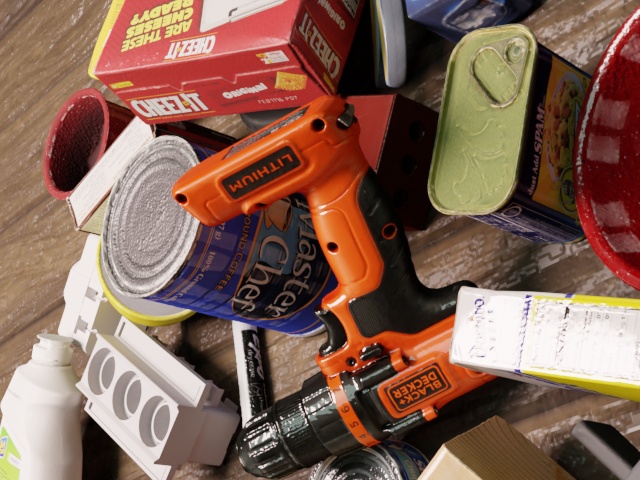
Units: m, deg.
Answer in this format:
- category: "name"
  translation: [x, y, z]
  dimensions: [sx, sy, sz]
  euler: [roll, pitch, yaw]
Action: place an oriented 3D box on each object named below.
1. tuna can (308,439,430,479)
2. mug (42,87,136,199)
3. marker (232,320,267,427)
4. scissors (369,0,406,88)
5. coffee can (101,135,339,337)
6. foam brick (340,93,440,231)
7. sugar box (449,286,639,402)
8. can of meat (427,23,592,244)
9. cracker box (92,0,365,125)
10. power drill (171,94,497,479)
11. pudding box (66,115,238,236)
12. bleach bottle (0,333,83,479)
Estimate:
- category: "tuna can"
  translation: [0.030, 0.159, 0.630]
  dimensions: [0.086, 0.033, 0.086]
  euler: [-18, 65, 42]
- category: "mug"
  translation: [-0.175, -0.074, 0.887]
  dimensions: [0.117, 0.081, 0.093]
  euler: [35, 103, 46]
- category: "marker"
  translation: [-0.051, 0.083, 0.750]
  dimensions: [0.020, 0.020, 0.121]
  euler: [-30, 57, 36]
- category: "scissors"
  translation: [0.038, -0.182, 0.654]
  dimensions: [0.096, 0.016, 0.202]
  euler: [-100, 4, -58]
- category: "coffee can"
  translation: [-0.055, 0.001, 0.692]
  dimensions: [0.103, 0.140, 0.103]
  euler: [-18, 64, 42]
- category: "foam brick"
  translation: [0.038, -0.049, 0.676]
  dimensions: [0.051, 0.052, 0.078]
  euler: [8, 83, 47]
- category: "sugar box"
  translation: [0.156, 0.054, 0.490]
  dimensions: [0.177, 0.093, 0.048]
  euler: [-2, 75, 47]
- category: "can of meat"
  translation: [0.111, -0.054, 0.578]
  dimensions: [0.058, 0.083, 0.102]
  euler: [1, 78, 47]
- category: "cracker box"
  translation: [-0.045, -0.189, 0.742]
  dimensions: [0.164, 0.072, 0.213]
  euler: [-3, 59, 33]
- category: "power drill"
  translation: [-0.002, 0.029, 0.592]
  dimensions: [0.184, 0.187, 0.057]
  euler: [-29, 14, 12]
- category: "pudding box"
  translation: [-0.126, -0.044, 0.819]
  dimensions: [0.114, 0.089, 0.039]
  euler: [-45, 49, 27]
- category: "bleach bottle"
  translation: [-0.222, 0.200, 0.831]
  dimensions: [0.103, 0.067, 0.251]
  euler: [12, 94, 49]
